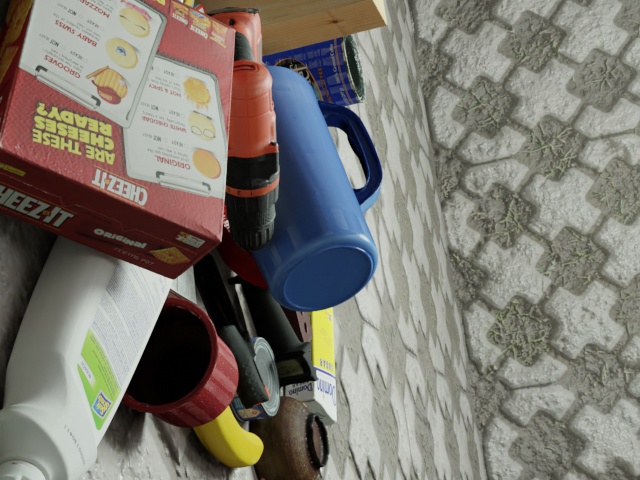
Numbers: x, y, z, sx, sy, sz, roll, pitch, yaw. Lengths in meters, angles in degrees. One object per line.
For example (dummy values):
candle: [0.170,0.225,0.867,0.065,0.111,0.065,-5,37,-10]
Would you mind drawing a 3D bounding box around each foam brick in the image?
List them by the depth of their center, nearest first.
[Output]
foam brick: [-0.045,0.084,1.226,0.053,0.051,0.078,-50,127,-73]

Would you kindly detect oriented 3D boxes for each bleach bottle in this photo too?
bleach bottle: [-0.168,0.074,0.722,0.250,0.068,0.102,-77,150,-54]

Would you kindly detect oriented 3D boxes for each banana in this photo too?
banana: [-0.089,0.168,0.993,0.198,0.037,0.069,71,28,-46]

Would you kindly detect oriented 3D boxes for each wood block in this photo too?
wood block: [-0.038,-0.276,1.224,0.090,0.206,0.090,32,48,-72]

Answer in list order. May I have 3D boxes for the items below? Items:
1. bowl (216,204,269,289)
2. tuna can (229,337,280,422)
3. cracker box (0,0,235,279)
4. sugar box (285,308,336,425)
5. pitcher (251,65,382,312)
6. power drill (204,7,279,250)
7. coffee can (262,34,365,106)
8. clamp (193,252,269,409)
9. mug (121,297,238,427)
bowl: [-0.057,0.001,1.138,0.162,0.055,0.162,25,31,-16]
tuna can: [-0.071,0.144,1.111,0.086,0.034,0.086,-11,90,-76]
cracker box: [-0.150,-0.097,0.764,0.164,0.072,0.213,24,47,-28]
sugar box: [-0.012,0.135,1.331,0.093,0.048,0.176,56,25,-57]
pitcher: [-0.022,-0.053,1.061,0.144,0.149,0.243,34,25,-47]
power drill: [-0.070,-0.109,0.956,0.188,0.057,0.184,-105,-167,-49]
coffee can: [-0.023,-0.211,1.368,0.102,0.140,0.103,-11,90,-76]
clamp: [-0.080,0.104,0.998,0.120,0.039,0.171,-104,174,-57]
mug: [-0.122,0.095,0.863,0.117,0.093,0.081,45,-7,26]
